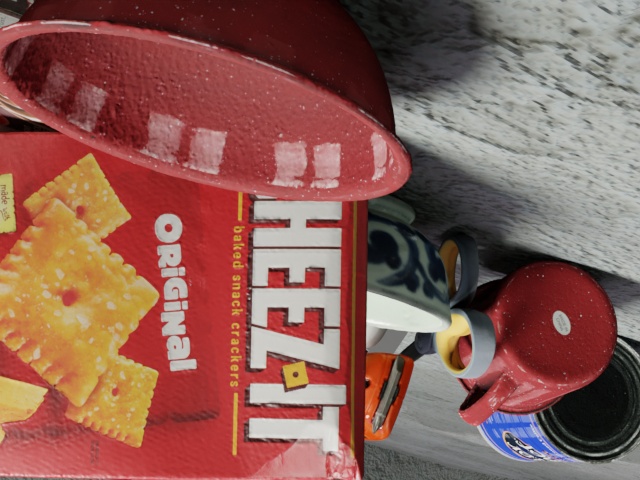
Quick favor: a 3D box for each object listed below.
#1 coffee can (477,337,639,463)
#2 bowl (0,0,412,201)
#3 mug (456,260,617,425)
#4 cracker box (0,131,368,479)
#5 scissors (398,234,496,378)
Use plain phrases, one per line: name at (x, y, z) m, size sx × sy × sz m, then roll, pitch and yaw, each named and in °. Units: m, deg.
coffee can at (0.195, 0.131, 0.881) m, size 0.102 × 0.103 × 0.140 m, roll 16°, pitch 167°, yaw -7°
bowl at (-0.039, -0.066, 0.398) m, size 0.162 × 0.055 × 0.162 m, roll 13°, pitch 167°, yaw 3°
mug at (0.128, 0.068, 0.674) m, size 0.093 × 0.117 × 0.081 m, roll 42°, pitch 162°, yaw 4°
cracker box at (-0.084, 0.032, 0.520) m, size 0.213 × 0.164 × 0.072 m, roll 1°, pitch 174°, yaw 0°
scissors at (0.073, 0.047, 0.706) m, size 0.016 × 0.096 × 0.202 m, roll 0°, pitch 178°, yaw -12°
